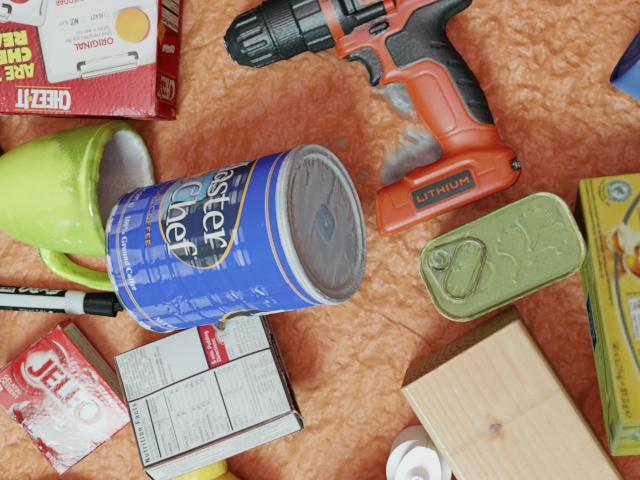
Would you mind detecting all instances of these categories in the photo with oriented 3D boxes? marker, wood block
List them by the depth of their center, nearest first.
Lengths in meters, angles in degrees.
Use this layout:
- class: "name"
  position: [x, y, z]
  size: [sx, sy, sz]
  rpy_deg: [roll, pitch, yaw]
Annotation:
- class: "wood block"
  position: [0.148, 0.156, 0.707]
  size: [0.091, 0.090, 0.206]
  rpy_deg: [-32, 88, 8]
- class: "marker"
  position: [-0.203, 0.044, 0.784]
  size: [0.121, 0.020, 0.020]
  rpy_deg: [3, 92, 7]

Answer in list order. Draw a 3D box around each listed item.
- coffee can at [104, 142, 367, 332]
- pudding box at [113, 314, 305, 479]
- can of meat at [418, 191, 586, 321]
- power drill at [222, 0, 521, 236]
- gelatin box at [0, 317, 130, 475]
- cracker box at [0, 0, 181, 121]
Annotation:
- class: "coffee can"
  position: [-0.055, 0.001, 0.700]
  size: [0.141, 0.102, 0.103]
  rpy_deg: [-11, 90, 29]
- class: "pudding box"
  position: [-0.077, 0.105, 0.736]
  size: [0.113, 0.039, 0.090]
  rpy_deg: [-21, 61, 1]
- class: "can of meat"
  position: [0.118, 0.009, 0.709]
  size: [0.102, 0.084, 0.057]
  rpy_deg: [-25, 89, 7]
- class: "power drill"
  position: [0.043, -0.101, 0.729]
  size: [0.184, 0.057, 0.187]
  rpy_deg: [-21, 90, 11]
- class: "gelatin box"
  position: [-0.186, 0.113, 0.773]
  size: [0.073, 0.030, 0.089]
  rpy_deg: [-38, 96, 7]
- class: "cracker box"
  position: [-0.181, -0.193, 0.749]
  size: [0.164, 0.072, 0.214]
  rpy_deg: [3, 93, 8]
